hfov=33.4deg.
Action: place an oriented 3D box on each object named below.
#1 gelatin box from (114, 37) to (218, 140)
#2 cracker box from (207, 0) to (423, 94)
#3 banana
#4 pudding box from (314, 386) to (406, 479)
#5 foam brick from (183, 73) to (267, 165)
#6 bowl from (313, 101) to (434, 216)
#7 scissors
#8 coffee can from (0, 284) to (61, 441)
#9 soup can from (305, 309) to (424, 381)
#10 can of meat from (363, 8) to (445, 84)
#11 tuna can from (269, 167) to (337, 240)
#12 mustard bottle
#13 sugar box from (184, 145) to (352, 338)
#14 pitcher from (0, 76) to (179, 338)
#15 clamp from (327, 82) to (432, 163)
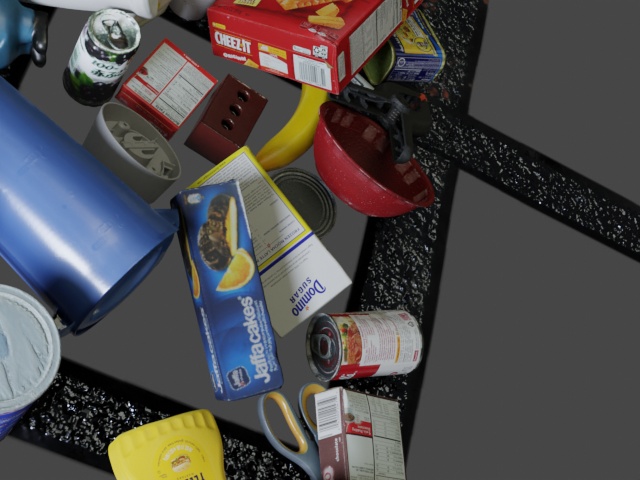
[{"bbox_3d":[-0.162,-0.159,1.122,0.073,0.030,0.089,39,54,-9],"label":"gelatin box"},{"bbox_3d":[0.000,-0.268,1.198,0.164,0.072,0.213,21,50,23],"label":"cracker box"},{"bbox_3d":[-0.023,-0.146,1.193,0.069,0.037,0.197,14,57,-2],"label":"banana"},{"bbox_3d":[0.041,0.204,1.033,0.089,0.039,0.113,21,57,-43],"label":"pudding box"},{"bbox_3d":[-0.099,-0.125,1.127,0.053,0.051,0.078,32,54,-12],"label":"foam brick"},{"bbox_3d":[0.046,-0.077,1.159,0.162,0.055,0.162,34,24,-18],"label":"bowl"},{"bbox_3d":[0.013,0.222,1.036,0.096,0.016,0.202,-36,91,-41],"label":"scissors"},{"bbox_3d":[-0.275,0.107,0.853,0.102,0.141,0.103,13,60,-24],"label":"coffee can"},{"bbox_3d":[0.045,0.105,1.081,0.102,0.069,0.068,-1,66,-31],"label":"soup can"},{"bbox_3d":[0.091,-0.236,1.281,0.083,0.058,0.102,-5,58,-33],"label":"can of meat"},{"bbox_3d":[-0.028,-0.032,1.131,0.086,0.034,0.086,13,60,-24],"label":"tuna can"},{"bbox_3d":[-0.111,0.250,0.926,0.096,0.058,0.192,-13,73,-30],"label":"mustard bottle"},{"bbox_3d":[-0.057,0.001,1.068,0.093,0.048,0.176,-37,89,-2],"label":"sugar box"},{"bbox_3d":[-0.259,-0.034,0.948,0.243,0.145,0.149,43,18,1],"label":"pitcher"},{"bbox_3d":[0.088,-0.137,1.209,0.120,0.039,0.171,55,33,13],"label":"clamp"}]
